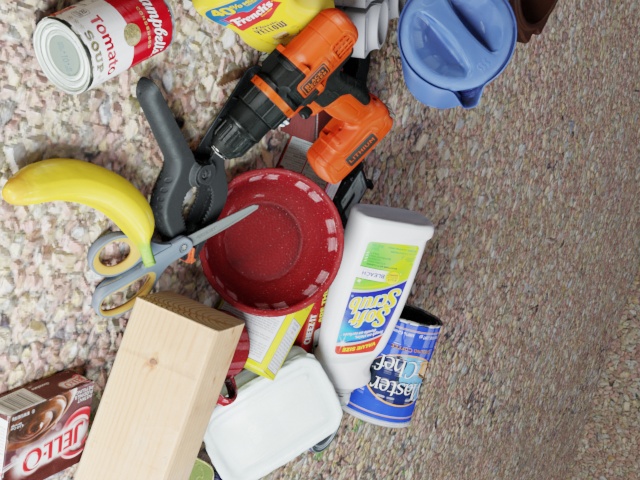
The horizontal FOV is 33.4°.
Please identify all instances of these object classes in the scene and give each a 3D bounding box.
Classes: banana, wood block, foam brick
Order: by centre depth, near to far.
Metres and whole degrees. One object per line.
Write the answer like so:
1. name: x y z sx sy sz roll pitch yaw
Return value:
1. banana: -0.204 -0.037 0.947 0.197 0.037 0.069 30 43 -54
2. wood block: -0.160 0.164 1.053 0.090 0.091 0.206 -7 118 -76
3. foam brick: -0.010 -0.159 1.208 0.052 0.051 0.078 -36 137 -47

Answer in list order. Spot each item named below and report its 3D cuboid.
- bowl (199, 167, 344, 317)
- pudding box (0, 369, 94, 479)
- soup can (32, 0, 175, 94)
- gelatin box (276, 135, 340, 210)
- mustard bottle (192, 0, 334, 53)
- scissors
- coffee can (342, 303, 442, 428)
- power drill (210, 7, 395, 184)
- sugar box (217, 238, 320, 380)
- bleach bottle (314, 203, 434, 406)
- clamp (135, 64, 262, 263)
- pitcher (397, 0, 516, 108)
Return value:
1. bowl: -0.058 0.001 1.171 0.162 0.162 0.055 -68 -167 -3
2. pudding box: -0.265 0.179 0.996 0.113 0.039 0.090 -17 123 -55
3. soup can: -0.180 -0.171 0.891 0.102 0.069 0.068 -39 139 -42
4. gelatin box: -0.011 -0.080 1.232 0.030 0.073 0.089 34 78 -60
5. mustard bottle: -0.068 -0.236 1.016 0.191 0.096 0.058 18 62 -61
6. scissors: -0.151 -0.004 1.054 0.201 0.016 0.096 -42 135 -18
7. coffee can: 0.087 0.155 1.372 0.102 0.103 0.140 0 109 -60
8. power drill: -0.011 -0.127 1.094 0.184 0.057 0.187 -44 151 3
9. sugar box: -0.055 0.062 1.226 0.176 0.093 0.048 -60 155 -16
10. bleach bottle: 0.056 0.085 1.285 0.102 0.068 0.251 8 109 -18
11. clamp: -0.120 -0.079 1.078 0.164 0.036 0.210 -24 130 -43
12. pitcher: 0.156 -0.240 1.303 0.149 0.145 0.243 -58 178 1
